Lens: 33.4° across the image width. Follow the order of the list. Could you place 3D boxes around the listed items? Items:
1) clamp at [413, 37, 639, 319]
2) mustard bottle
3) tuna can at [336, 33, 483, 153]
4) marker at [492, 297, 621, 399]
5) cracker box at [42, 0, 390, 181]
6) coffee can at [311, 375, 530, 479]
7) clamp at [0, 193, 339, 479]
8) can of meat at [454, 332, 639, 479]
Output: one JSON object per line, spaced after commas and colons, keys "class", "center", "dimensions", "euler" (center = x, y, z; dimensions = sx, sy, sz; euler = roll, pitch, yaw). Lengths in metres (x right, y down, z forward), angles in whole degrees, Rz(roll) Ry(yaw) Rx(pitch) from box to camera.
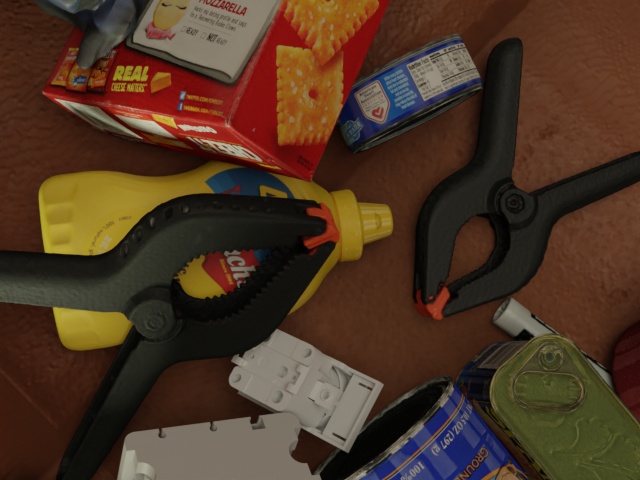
{"class": "clamp", "center": [0.105, -0.033, 0.632], "dimensions": [0.120, 0.039, 0.171], "euler": [45, 80, 0]}
{"class": "mustard bottle", "center": [-0.054, 0.001, 0.595], "dimensions": [0.191, 0.058, 0.096], "euler": [-8, 94, -10]}
{"class": "tuna can", "center": [0.048, -0.082, 0.605], "dimensions": [0.086, 0.086, 0.034], "euler": [-27, 90, -10]}
{"class": "marker", "center": [0.156, 0.076, 0.638], "dimensions": [0.121, 0.020, 0.020], "euler": [36, 80, -3]}
{"class": "cracker box", "center": [-0.036, -0.148, 0.563], "dimensions": [0.072, 0.164, 0.213], "euler": [33, 77, -44]}
{"class": "coffee can", "center": [0.073, 0.159, 0.574], "dimensions": [0.102, 0.103, 0.140], "euler": [-38, 90, -11]}
{"class": "clamp", "center": [-0.086, 0.042, 0.548], "dimensions": [0.210, 0.036, 0.164], "euler": [-19, 123, 1]}
{"class": "can of meat", "center": [0.128, 0.102, 0.598], "dimensions": [0.057, 0.084, 0.102], "euler": [-40, 91, -10]}
